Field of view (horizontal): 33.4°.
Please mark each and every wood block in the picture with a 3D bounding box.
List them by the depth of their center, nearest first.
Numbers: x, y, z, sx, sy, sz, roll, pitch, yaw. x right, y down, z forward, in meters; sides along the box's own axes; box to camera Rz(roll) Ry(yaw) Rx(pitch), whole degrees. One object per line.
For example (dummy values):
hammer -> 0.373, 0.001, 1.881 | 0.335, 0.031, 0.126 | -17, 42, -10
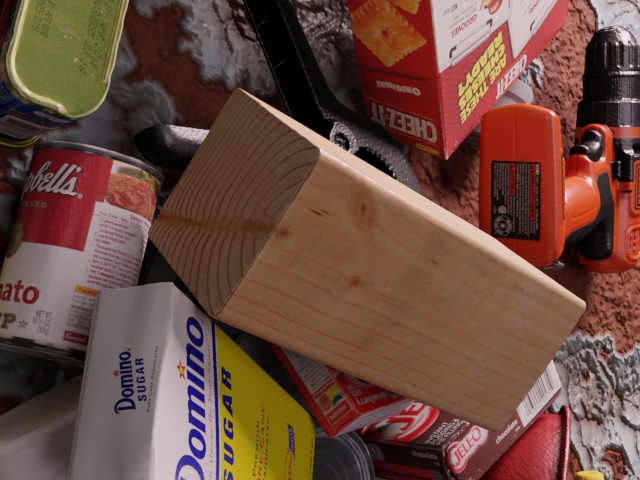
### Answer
wood block -> 0.029, 0.017, 0.553 | 0.205, 0.091, 0.090 | 26, 101, -38

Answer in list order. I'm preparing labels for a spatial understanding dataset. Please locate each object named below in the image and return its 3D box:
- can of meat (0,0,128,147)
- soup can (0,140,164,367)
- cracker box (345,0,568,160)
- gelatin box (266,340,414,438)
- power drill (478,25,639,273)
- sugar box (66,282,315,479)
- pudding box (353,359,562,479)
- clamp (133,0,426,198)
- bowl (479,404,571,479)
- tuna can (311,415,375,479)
can of meat -> -0.138, -0.102, 0.524 | 0.057, 0.084, 0.102 | 18, 77, -35
soup can -> -0.123, 0.009, 0.537 | 0.068, 0.069, 0.102 | 20, 75, -34
cracker box -> 0.084, -0.184, 0.651 | 0.164, 0.072, 0.213 | -47, 145, -29
gelatin box -> 0.017, 0.071, 0.626 | 0.089, 0.030, 0.073 | -3, 54, -58
power drill -> 0.178, -0.059, 0.743 | 0.187, 0.057, 0.184 | -11, 100, -51
sugar box -> -0.053, 0.100, 0.516 | 0.176, 0.048, 0.093 | 56, 31, -56
pudding box -> 0.085, 0.108, 0.673 | 0.113, 0.090, 0.039 | -34, 108, -34
clamp -> -0.001, -0.061, 0.620 | 0.209, 0.036, 0.164 | 36, 52, -30
bowl -> 0.118, 0.180, 0.684 | 0.055, 0.162, 0.162 | 10, 77, 9
tuna can -> -0.009, 0.146, 0.634 | 0.085, 0.034, 0.086 | 3, 85, -37
